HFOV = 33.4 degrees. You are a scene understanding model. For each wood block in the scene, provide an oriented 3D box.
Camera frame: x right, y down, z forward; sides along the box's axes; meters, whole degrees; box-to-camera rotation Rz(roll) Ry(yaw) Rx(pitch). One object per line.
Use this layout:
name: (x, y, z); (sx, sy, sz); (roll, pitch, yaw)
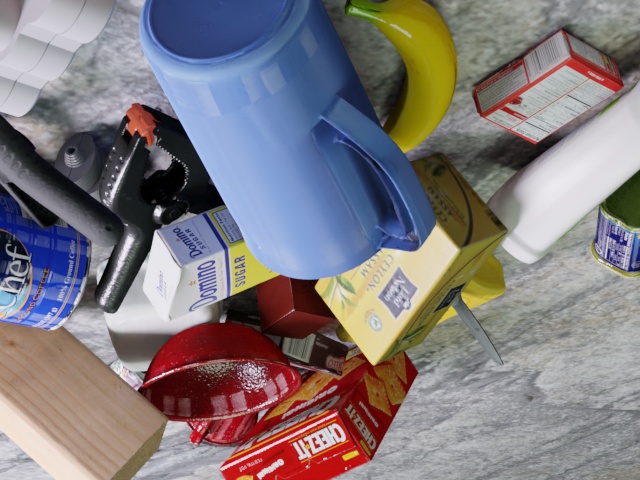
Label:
wood block: (-0.250, 0.143, 0.985); (0.090, 0.206, 0.091); (-46, 171, -31)

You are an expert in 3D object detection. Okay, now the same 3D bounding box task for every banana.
banana: (0.065, -0.119, 0.775); (0.070, 0.037, 0.198); (4, 153, 13)

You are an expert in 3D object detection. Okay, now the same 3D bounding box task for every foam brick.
foam brick: (-0.026, 0.047, 1.013); (0.051, 0.078, 0.053); (17, 143, -37)

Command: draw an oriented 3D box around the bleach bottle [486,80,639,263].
bleach bottle: (0.236, -0.081, 0.835); (0.102, 0.068, 0.251); (-42, 178, -43)

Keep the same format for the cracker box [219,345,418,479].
cracker box: (0.003, 0.196, 1.177); (0.164, 0.072, 0.213); (-31, -175, 25)

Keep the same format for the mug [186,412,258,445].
mug: (-0.111, 0.183, 1.215); (0.093, 0.117, 0.082); (37, 141, 6)

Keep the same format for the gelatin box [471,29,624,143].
gelatin box: (0.173, -0.116, 0.815); (0.073, 0.030, 0.089); (16, 143, -41)

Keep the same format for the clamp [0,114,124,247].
clamp: (-0.211, -0.054, 0.742); (0.120, 0.039, 0.171); (12, 153, 41)

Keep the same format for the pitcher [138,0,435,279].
pitcher: (-0.019, -0.079, 0.715); (0.149, 0.145, 0.242); (-15, 149, 9)

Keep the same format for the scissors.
scissors: (0.104, 0.047, 1.018); (0.096, 0.016, 0.201); (-6, 124, 28)

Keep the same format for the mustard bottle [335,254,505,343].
mustard bottle: (0.088, 0.061, 1.094); (0.096, 0.058, 0.192); (23, 140, -38)

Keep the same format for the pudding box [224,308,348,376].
pudding box: (-0.038, 0.109, 1.132); (0.090, 0.039, 0.113); (7, 164, 38)

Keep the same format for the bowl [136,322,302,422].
bowl: (-0.100, 0.122, 1.022); (0.162, 0.055, 0.162); (-7, 153, -4)

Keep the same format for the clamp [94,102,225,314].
clamp: (-0.114, -0.035, 0.845); (0.164, 0.036, 0.210); (-28, 150, -21)

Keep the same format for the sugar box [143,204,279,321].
sugar box: (-0.056, 0.001, 0.880); (0.176, 0.048, 0.093); (-25, 158, -28)

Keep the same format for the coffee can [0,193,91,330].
coffee can: (-0.268, 0.010, 0.844); (0.140, 0.103, 0.103); (16, 144, -39)
